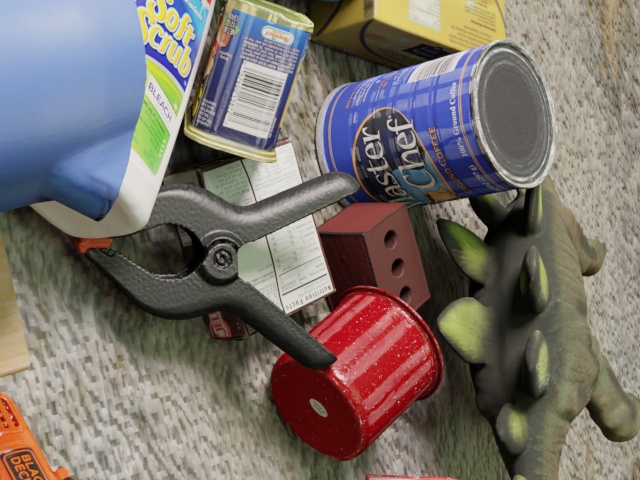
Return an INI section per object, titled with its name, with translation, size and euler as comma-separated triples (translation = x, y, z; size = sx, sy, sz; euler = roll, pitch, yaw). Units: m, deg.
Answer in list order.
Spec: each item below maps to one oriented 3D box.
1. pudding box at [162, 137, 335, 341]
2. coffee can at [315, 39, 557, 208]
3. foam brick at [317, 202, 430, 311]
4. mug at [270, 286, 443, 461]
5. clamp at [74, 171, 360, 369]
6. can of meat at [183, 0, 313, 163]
[pudding box]
translation = -0.044, -0.002, 0.692
size = 0.089, 0.039, 0.113
euler = -24, 103, -46
[coffee can]
translation = 0.081, -0.077, 0.763
size = 0.102, 0.141, 0.103
euler = 10, 76, -46
[foam brick]
translation = 0.036, 0.018, 0.756
size = 0.052, 0.051, 0.078
euler = -36, 118, -41
[mug]
translation = 0.021, 0.100, 0.717
size = 0.081, 0.093, 0.117
euler = -37, 139, -39
[clamp]
translation = -0.054, 0.001, 0.630
size = 0.171, 0.039, 0.120
euler = 17, 81, -21
[can of meat]
translation = -0.043, -0.101, 0.643
size = 0.057, 0.102, 0.084
euler = 17, 104, -11
